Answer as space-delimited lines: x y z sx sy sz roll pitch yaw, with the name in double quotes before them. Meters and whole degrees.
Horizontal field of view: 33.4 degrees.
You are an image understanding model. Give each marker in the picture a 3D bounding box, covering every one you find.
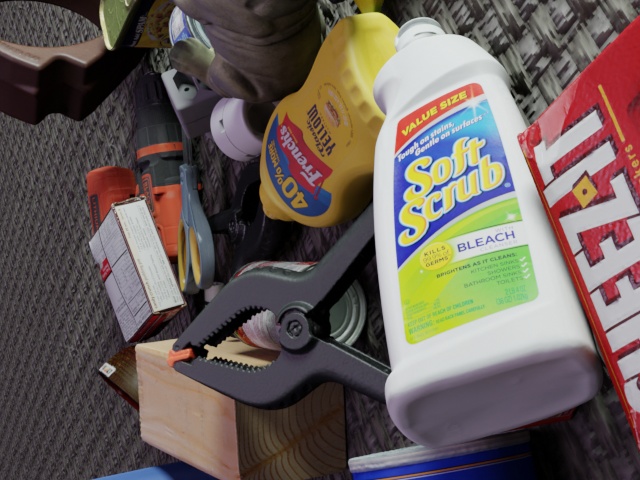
"marker" -0.097 0.099 0.977 0.020 0.020 0.121 16 107 60

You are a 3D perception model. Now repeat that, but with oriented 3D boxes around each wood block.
"wood block" -0.070 0.131 0.859 0.206 0.090 0.090 1 95 61

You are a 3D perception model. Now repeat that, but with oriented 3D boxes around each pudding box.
"pudding box" -0.170 0.029 0.988 0.090 0.039 0.113 -41 70 55

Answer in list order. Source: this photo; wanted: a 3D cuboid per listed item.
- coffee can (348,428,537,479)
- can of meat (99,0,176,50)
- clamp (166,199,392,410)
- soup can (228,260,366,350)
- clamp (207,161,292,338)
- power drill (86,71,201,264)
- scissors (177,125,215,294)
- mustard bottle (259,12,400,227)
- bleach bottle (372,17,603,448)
"coffee can" 0.078 0.181 0.585 0.103 0.102 0.140 -29 69 59
"can of meat" -0.142 -0.214 0.953 0.102 0.083 0.057 -46 53 53
"clamp" -0.002 0.065 0.690 0.210 0.036 0.164 -22 74 21
"soup can" -0.020 0.049 0.782 0.102 0.068 0.068 -1 92 61
"clamp" -0.056 0.001 0.870 0.172 0.039 0.120 -52 50 56
"power drill" -0.179 -0.058 1.066 0.188 0.057 0.184 -20 77 60
"scissors" -0.109 -0.045 0.926 0.096 0.016 0.202 -144 53 -63
"mustard bottle" 0.005 -0.063 0.729 0.096 0.058 0.192 63 146 13
"bleach bottle" 0.067 -0.023 0.563 0.068 0.103 0.251 56 -161 -49
